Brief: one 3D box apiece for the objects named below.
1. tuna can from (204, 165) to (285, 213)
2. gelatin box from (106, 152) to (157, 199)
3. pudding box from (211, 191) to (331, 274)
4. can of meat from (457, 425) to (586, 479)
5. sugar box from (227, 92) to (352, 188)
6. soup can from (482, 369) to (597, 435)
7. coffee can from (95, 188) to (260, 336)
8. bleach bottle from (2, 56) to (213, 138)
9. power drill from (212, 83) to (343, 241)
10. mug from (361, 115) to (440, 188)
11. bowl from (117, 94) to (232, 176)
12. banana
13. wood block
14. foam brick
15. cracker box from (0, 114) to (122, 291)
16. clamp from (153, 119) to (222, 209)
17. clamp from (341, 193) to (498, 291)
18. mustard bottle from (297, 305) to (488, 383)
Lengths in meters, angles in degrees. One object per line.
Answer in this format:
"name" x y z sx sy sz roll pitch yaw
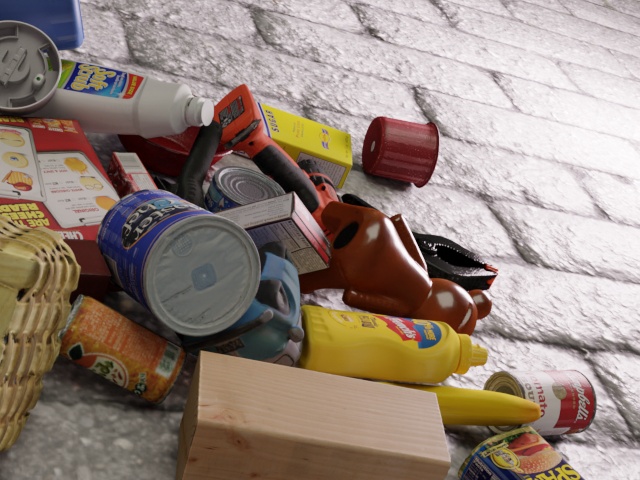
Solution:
"tuna can" -0.079 -0.043 1.140 0.086 0.034 0.086 19 30 -12
"gelatin box" -0.198 -0.037 1.103 0.030 0.073 0.089 0 39 -36
"pudding box" -0.057 0.001 1.082 0.090 0.114 0.039 55 28 -44
"can of meat" 0.191 0.226 0.998 0.101 0.057 0.084 -5 39 -43
"sugar box" -0.047 -0.132 1.398 0.176 0.048 0.093 20 30 -12
"soup can" 0.225 0.167 1.104 0.102 0.069 0.068 4 36 -32
"coffee can" -0.128 0.016 0.936 0.102 0.103 0.140 7 8 -30
"bleach bottle" -0.232 -0.156 1.174 0.251 0.068 0.102 8 35 21
"power drill" -0.046 -0.095 1.255 0.187 0.057 0.184 45 11 -26
"mug" 0.104 -0.125 1.472 0.081 0.093 0.117 9 2 -18
"bowl" -0.181 -0.124 1.273 0.162 0.055 0.162 19 30 -12
"banana" 0.112 0.160 1.032 0.197 0.037 0.070 6 0 -16
"wood block" -0.009 0.169 0.881 0.206 0.090 0.091 11 32 -11
"foam brick" -0.226 0.043 0.950 0.051 0.078 0.053 2 37 -33
"cracker box" -0.290 -0.040 1.040 0.163 0.072 0.214 1 38 -35
"clamp" -0.143 -0.051 1.131 0.039 0.120 0.171 23 32 -23
"clamp" 0.117 0.021 1.286 0.210 0.036 0.164 21 29 -8
"mustard bottle" 0.073 0.106 1.060 0.191 0.058 0.096 7 15 -11
